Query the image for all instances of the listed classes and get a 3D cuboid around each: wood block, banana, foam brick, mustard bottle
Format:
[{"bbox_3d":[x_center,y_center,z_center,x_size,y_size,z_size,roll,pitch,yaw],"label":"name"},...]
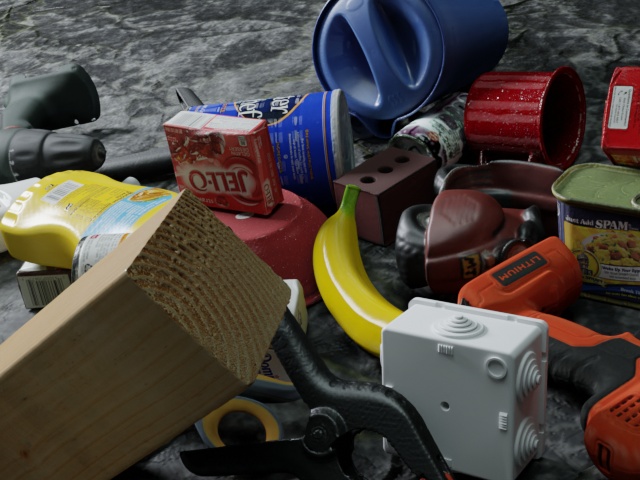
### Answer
[{"bbox_3d":[-0.125,0.074,0.619,0.206,0.090,0.090,-36,17,31],"label":"wood block"},{"bbox_3d":[0.033,0.036,0.773,0.037,0.070,0.198,10,31,-28],"label":"banana"},{"bbox_3d":[0.058,-0.039,0.909,0.053,0.051,0.078,19,40,41],"label":"foam brick"},{"bbox_3d":[-0.153,-0.006,0.827,0.192,0.058,0.096,13,38,35],"label":"mustard bottle"}]

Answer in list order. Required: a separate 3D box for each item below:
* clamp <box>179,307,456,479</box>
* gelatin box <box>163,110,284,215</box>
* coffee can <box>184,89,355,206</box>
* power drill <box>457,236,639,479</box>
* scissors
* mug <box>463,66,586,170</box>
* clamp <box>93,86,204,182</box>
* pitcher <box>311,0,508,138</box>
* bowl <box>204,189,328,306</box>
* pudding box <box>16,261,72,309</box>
[{"bbox_3d":[0.004,0.101,0.624,0.172,0.120,0.039,14,5,22],"label":"clamp"},{"bbox_3d":[-0.078,-0.062,0.855,0.089,0.073,0.030,10,36,31],"label":"gelatin box"},{"bbox_3d":[-0.044,-0.077,0.957,0.140,0.103,0.102,-5,29,9],"label":"coffee can"},{"bbox_3d":[0.195,0.060,0.683,0.184,0.057,0.188,-25,32,-26],"label":"power drill"},{"bbox_3d":[-0.101,0.101,0.698,0.202,0.016,0.096,-2,59,9],"label":"scissors"},{"bbox_3d":[0.179,-0.100,0.960,0.082,0.093,0.117,8,70,37],"label":"mug"},{"bbox_3d":[-0.120,-0.089,1.069,0.210,0.036,0.164,19,50,35],"label":"clamp"},{"bbox_3d":[0.103,-0.210,1.064,0.149,0.145,0.242,-45,-8,30],"label":"pitcher"},{"bbox_3d":[-0.056,0.001,0.871,0.162,0.055,0.162,-8,29,4],"label":"bowl"},{"bbox_3d":[-0.188,0.016,0.903,0.113,0.039,0.090,-3,29,9],"label":"pudding box"}]
